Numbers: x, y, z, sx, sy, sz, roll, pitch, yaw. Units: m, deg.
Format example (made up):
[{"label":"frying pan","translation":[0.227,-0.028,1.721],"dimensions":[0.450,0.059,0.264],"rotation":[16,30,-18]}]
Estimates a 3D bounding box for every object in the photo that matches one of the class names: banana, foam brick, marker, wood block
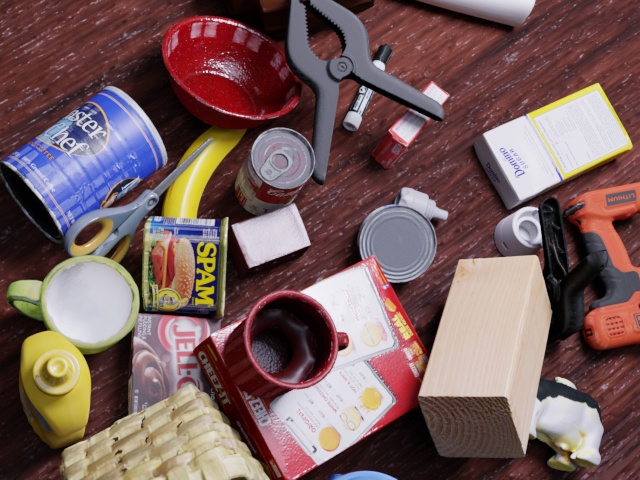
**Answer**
[{"label":"banana","translation":[-0.133,-0.055,1.164],"dimensions":[0.069,0.037,0.197],"rotation":[26,68,-35]},{"label":"foam brick","translation":[-0.058,0.001,1.154],"dimensions":[0.078,0.053,0.051],"rotation":[-21,79,-19]},{"label":"marker","translation":[0.057,-0.183,1.261],"dimensions":[0.020,0.020,0.121],"rotation":[27,68,-6]},{"label":"wood block","translation":[0.175,0.117,1.103],"dimensions":[0.091,0.090,0.206],"rotation":[-5,37,25]}]

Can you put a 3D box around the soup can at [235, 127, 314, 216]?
[{"label":"soup can","translation":[-0.051,-0.071,1.151],"dimensions":[0.068,0.102,0.068],"rotation":[4,72,-14]}]

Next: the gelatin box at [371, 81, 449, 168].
[{"label":"gelatin box","translation":[0.102,-0.131,1.227],"dimensions":[0.030,0.073,0.089],"rotation":[40,67,0]}]

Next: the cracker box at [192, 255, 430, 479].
[{"label":"cracker box","translation":[0.001,0.132,1.100],"dimensions":[0.213,0.072,0.164],"rotation":[-25,83,-30]}]

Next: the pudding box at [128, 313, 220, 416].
[{"label":"pudding box","translation":[-0.150,0.134,1.094],"dimensions":[0.090,0.039,0.113],"rotation":[5,73,-15]}]

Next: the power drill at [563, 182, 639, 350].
[{"label":"power drill","translation":[0.378,0.028,1.259],"dimensions":[0.184,0.057,0.188],"rotation":[-9,76,-17]}]

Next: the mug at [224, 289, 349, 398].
[{"label":"mug","translation":[-0.030,0.101,1.008],"dimensions":[0.117,0.082,0.093],"rotation":[-5,74,-25]}]

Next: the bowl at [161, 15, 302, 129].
[{"label":"bowl","translation":[-0.104,-0.174,1.178],"dimensions":[0.162,0.055,0.162],"rotation":[16,45,-16]}]

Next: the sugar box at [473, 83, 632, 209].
[{"label":"sugar box","translation":[0.280,-0.114,1.285],"dimensions":[0.176,0.048,0.093],"rotation":[-24,81,-17]}]

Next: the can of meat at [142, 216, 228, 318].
[{"label":"can of meat","translation":[-0.139,0.026,1.100],"dimensions":[0.084,0.057,0.102],"rotation":[3,108,-4]}]

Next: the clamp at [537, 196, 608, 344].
[{"label":"clamp","translation":[0.271,0.049,1.172],"dimensions":[0.039,0.120,0.171],"rotation":[-10,118,-10]}]

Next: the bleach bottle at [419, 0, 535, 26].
[{"label":"bleach bottle","translation":[0.139,-0.340,1.311],"dimensions":[0.250,0.068,0.102],"rotation":[13,67,-8]}]

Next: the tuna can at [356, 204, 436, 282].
[{"label":"tuna can","translation":[0.084,0.003,1.186],"dimensions":[0.086,0.034,0.086],"rotation":[0,94,-5]}]

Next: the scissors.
[{"label":"scissors","translation":[-0.192,-0.042,1.095],"dimensions":[0.016,0.096,0.202],"rotation":[36,90,29]}]

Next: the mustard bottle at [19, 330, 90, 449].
[{"label":"mustard bottle","translation":[-0.246,0.134,0.986],"dimensions":[0.058,0.192,0.096],"rotation":[-17,78,-19]}]

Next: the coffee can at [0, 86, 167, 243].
[{"label":"coffee can","translation":[-0.244,-0.079,1.102],"dimensions":[0.140,0.103,0.103],"rotation":[-40,86,-22]}]

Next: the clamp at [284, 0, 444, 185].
[{"label":"clamp","translation":[0.015,-0.175,1.155],"dimensions":[0.164,0.036,0.210],"rotation":[-36,93,-10]}]
